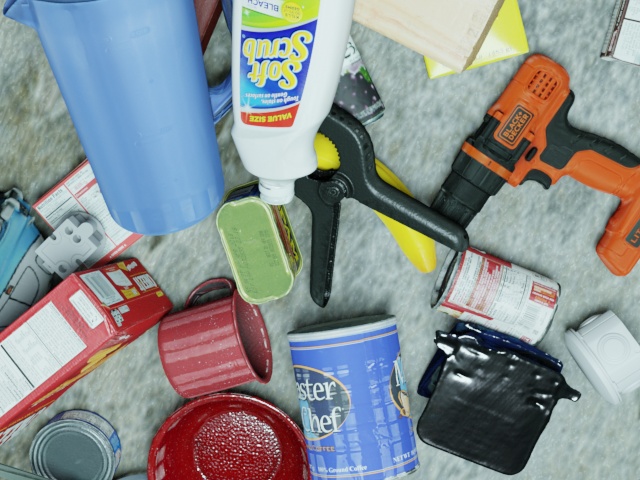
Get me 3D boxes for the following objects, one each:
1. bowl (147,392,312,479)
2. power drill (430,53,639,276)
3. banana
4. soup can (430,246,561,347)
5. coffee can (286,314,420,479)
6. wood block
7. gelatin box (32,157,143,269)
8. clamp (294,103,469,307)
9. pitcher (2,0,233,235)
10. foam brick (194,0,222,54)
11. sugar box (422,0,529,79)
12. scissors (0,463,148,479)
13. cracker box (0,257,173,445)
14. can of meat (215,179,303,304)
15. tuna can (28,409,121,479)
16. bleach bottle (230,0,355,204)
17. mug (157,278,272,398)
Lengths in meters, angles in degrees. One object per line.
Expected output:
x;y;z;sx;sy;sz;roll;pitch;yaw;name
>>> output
-0.084;0.216;1.038;0.162;0.055;0.162;1;102;3;bowl
0.214;-0.047;0.966;0.187;0.057;0.184;33;101;-4;power drill
0.037;-0.046;0.990;0.198;0.037;0.070;32;121;-2;banana
0.161;0.050;0.984;0.102;0.068;0.068;22;102;-2;soup can
0.030;0.145;0.981;0.103;0.103;0.140;-9;90;5;coffee can
0.050;-0.227;0.882;0.206;0.090;0.090;28;110;7;wood block
-0.214;-0.024;1.008;0.073;0.030;0.089;-38;98;11;gelatin box
0.028;-0.049;0.946;0.165;0.036;0.210;-17;108;24;clamp
-0.144;-0.129;0.897;0.149;0.144;0.243;13;134;26;pitcher
-0.117;-0.209;0.953;0.051;0.053;0.078;25;101;-2;foam brick
0.117;-0.239;0.937;0.093;0.048;0.176;-15;102;8;sugar box
-0.221;0.234;1.022;0.096;0.016;0.201;-38;128;1;scissors
-0.251;0.111;0.967;0.214;0.164;0.072;-39;88;9;cracker box
-0.056;0.001;0.977;0.057;0.084;0.102;-17;100;6;can of meat
-0.242;0.212;1.057;0.086;0.033;0.086;1;102;3;tuna can
-0.022;-0.140;0.858;0.103;0.068;0.251;17;125;17;bleach bottle
-0.100;0.088;0.994;0.081;0.093;0.117;-17;57;12;mug
